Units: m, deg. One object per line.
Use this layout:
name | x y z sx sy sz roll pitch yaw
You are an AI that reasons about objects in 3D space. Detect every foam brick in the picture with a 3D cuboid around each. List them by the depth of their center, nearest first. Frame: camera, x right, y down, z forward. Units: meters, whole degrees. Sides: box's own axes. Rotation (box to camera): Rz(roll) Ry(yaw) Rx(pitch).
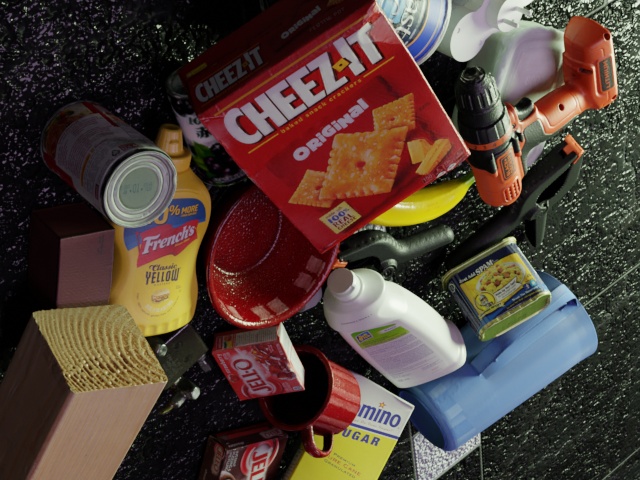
foam brick | -0.209 0.016 0.893 0.052 0.051 0.078 -13 125 -39

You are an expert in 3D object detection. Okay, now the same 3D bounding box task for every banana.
banana | 0.087 -0.045 1.144 0.197 0.037 0.070 -11 128 -37

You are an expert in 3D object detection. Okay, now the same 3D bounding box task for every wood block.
wood block | -0.223 0.159 0.909 0.090 0.090 0.206 -2 135 -43

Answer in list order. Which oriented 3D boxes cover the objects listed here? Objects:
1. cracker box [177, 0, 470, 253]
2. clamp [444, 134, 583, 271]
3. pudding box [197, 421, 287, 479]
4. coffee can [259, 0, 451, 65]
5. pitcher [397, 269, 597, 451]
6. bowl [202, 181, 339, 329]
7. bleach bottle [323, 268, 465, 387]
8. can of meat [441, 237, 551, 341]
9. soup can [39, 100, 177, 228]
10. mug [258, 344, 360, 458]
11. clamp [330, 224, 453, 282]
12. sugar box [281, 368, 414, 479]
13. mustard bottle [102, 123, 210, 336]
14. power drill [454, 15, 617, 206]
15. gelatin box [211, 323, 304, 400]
cracker box | 0.011 -0.101 0.881 0.164 0.072 0.213 -33 140 8
clamp | 0.252 -0.043 1.264 0.164 0.036 0.210 -12 147 -43
pudding box | -0.091 0.262 1.185 0.089 0.039 0.113 -5 120 -43
coffee can | 0.031 -0.212 0.926 0.140 0.103 0.103 8 111 -46
pitcher | 0.219 0.149 1.337 0.242 0.145 0.149 -35 117 -17
bowl | -0.057 0.001 1.021 0.161 0.055 0.162 -22 126 -34
bleach bottle | 0.076 0.088 1.168 0.103 0.068 0.250 -24 148 13
can of meat | 0.207 0.059 1.251 0.102 0.084 0.057 -29 154 -4
soup can | -0.167 -0.061 0.841 0.068 0.102 0.068 -24 132 -31
mug | -0.006 0.178 1.158 0.093 0.117 0.081 -21 152 23
clamp | 0.073 0.019 1.173 0.171 0.039 0.120 18 108 -51
sugar box | 0.025 0.244 1.217 0.093 0.048 0.176 30 80 -7
mustard bottle | -0.144 -0.010 0.932 0.096 0.058 0.192 -6 120 -35
power drill | 0.217 -0.146 1.092 0.187 0.057 0.184 -39 141 -12
gelatin box | -0.062 0.126 1.097 0.073 0.030 0.089 -11 135 12
